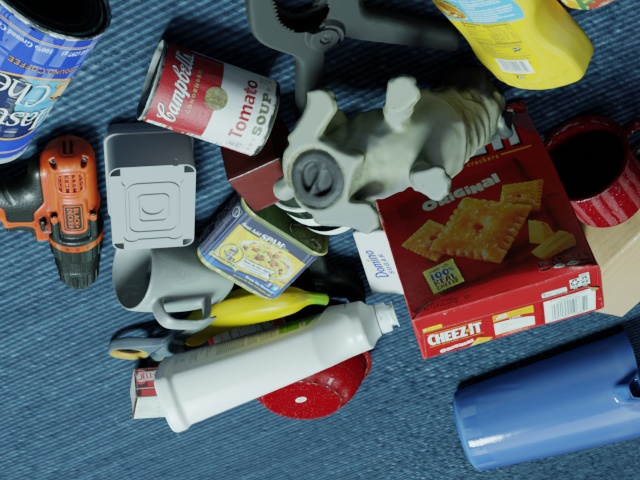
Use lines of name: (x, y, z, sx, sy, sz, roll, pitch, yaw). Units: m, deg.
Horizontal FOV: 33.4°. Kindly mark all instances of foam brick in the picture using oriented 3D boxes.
foam brick: (-0.054, -0.076, 0.943, 0.051, 0.078, 0.053, -25, 140, 12)

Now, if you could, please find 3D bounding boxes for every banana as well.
banana: (-0.088, 0.080, 1.122, 0.198, 0.037, 0.069, -17, 144, 34)

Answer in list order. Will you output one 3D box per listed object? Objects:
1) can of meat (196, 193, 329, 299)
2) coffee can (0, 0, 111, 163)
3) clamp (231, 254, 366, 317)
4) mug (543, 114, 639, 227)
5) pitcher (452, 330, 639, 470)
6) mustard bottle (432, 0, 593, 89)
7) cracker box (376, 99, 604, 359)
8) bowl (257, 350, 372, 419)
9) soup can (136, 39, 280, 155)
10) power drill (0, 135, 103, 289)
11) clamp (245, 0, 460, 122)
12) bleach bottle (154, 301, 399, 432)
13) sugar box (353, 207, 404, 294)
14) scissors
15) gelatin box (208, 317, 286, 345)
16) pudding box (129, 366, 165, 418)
can of meat: (-0.057, 0.001, 1.034, 0.102, 0.057, 0.084, 32, 122, -20)
coffee can: (-0.234, -0.140, 0.793, 0.102, 0.103, 0.141, 19, 132, -34)
clamp: (-0.003, 0.039, 1.131, 0.171, 0.039, 0.120, 24, 134, -33)
mug: (0.276, -0.071, 1.038, 0.117, 0.093, 0.081, -44, 140, 9)
pitcher: (0.300, 0.213, 1.370, 0.243, 0.145, 0.149, -18, 129, 12)
mustard bottle: (0.137, -0.194, 0.847, 0.096, 0.058, 0.191, 15, 163, 44)
cracker box: (0.140, -0.016, 0.961, 0.164, 0.214, 0.072, -16, 140, 4)
bowl: (-0.021, 0.163, 1.239, 0.162, 0.055, 0.162, 2, 144, 1)
soup can: (-0.092, -0.116, 0.876, 0.102, 0.068, 0.069, 17, 134, -18)
power drill: (-0.292, -0.016, 0.970, 0.187, 0.057, 0.184, -5, 137, -13)
clamp: (-0.003, -0.169, 0.875, 0.165, 0.036, 0.209, -35, 140, 25)
bleach bottle: (-0.040, 0.118, 1.100, 0.251, 0.102, 0.068, -19, 100, 2)
sugar box: (0.129, 0.011, 1.070, 0.176, 0.048, 0.093, 3, 135, 23)
scissors: (-0.173, 0.105, 1.135, 0.096, 0.016, 0.202, 10, 156, -11)
gelatin box: (-0.072, 0.122, 1.183, 0.089, 0.073, 0.030, -29, 164, 18)
pudding box: (-0.172, 0.174, 1.226, 0.090, 0.039, 0.114, -1, 157, -13)
